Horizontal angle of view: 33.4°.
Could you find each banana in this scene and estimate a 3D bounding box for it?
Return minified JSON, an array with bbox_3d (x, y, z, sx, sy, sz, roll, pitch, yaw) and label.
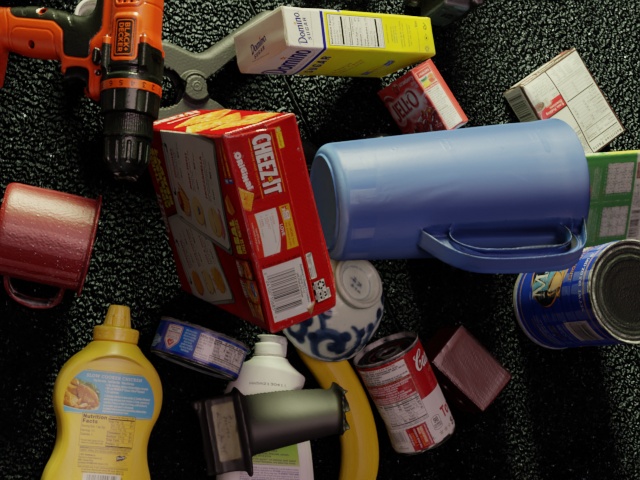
[{"bbox_3d":[0.019,0.175,1.037,0.069,0.037,0.198,-8,86,-23],"label":"banana"}]

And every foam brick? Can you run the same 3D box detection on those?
[{"bbox_3d":[0.142,0.130,1.082,0.078,0.053,0.051,44,70,-9],"label":"foam brick"}]

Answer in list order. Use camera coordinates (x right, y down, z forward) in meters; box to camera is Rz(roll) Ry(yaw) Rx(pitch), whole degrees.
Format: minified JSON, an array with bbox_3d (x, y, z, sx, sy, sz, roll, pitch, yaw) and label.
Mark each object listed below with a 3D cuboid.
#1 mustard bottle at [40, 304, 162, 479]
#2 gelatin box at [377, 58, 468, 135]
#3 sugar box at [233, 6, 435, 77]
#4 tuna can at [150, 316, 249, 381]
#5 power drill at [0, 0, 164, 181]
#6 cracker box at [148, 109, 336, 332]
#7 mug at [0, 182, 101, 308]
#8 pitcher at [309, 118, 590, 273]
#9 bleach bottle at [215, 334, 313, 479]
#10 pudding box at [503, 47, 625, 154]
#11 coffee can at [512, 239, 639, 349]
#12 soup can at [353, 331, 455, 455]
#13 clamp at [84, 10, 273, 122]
[{"bbox_3d":[-0.191,0.153,0.949,0.096,0.058,0.191,9,80,-18],"label":"mustard bottle"},{"bbox_3d":[0.101,-0.136,1.082,0.030,0.089,0.073,-34,95,-20],"label":"gelatin box"},{"bbox_3d":[0.015,-0.189,1.035,0.175,0.094,0.048,-7,86,-34],"label":"sugar box"},{"bbox_3d":[-0.110,0.099,0.973,0.086,0.086,0.033,23,77,-17],"label":"tuna can"},{"bbox_3d":[-0.228,-0.143,0.933,0.188,0.057,0.184,2,80,10],"label":"power drill"},{"bbox_3d":[-0.075,-0.026,0.917,0.072,0.214,0.164,-19,105,-23],"label":"cracker box"},{"bbox_3d":[-0.245,0.007,0.941,0.081,0.093,0.117,13,115,-14],"label":"mug"},{"bbox_3d":[0.120,-0.036,0.991,0.242,0.149,0.145,-5,89,-16],"label":"pitcher"},{"bbox_3d":[-0.046,0.215,0.995,0.102,0.068,0.251,7,78,-17],"label":"bleach bottle"},{"bbox_3d":[0.269,-0.141,1.174,0.090,0.039,0.113,-35,98,-21],"label":"pudding box"},{"bbox_3d":[0.278,0.058,1.095,0.102,0.140,0.103,3,82,-20],"label":"coffee can"},{"bbox_3d":[0.083,0.149,1.041,0.068,0.069,0.102,-29,102,-22],"label":"soup can"},{"bbox_3d":[-0.120,-0.154,1.029,0.209,0.036,0.164,4,80,-24],"label":"clamp"}]
